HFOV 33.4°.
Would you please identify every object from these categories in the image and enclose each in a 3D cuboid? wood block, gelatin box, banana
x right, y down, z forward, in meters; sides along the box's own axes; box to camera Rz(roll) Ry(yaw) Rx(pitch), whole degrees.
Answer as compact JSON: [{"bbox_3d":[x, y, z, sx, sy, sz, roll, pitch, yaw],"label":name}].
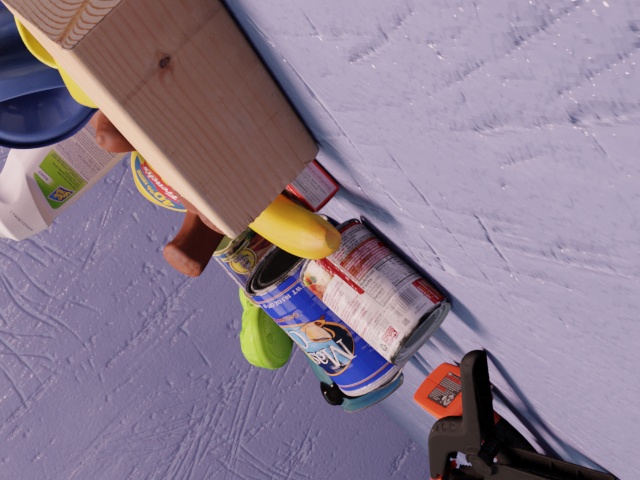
[{"bbox_3d":[-0.093,-0.103,0.679,0.090,0.091,0.206,39,171,37],"label":"wood block"},{"bbox_3d":[-0.030,-0.060,0.825,0.089,0.030,0.073,45,173,-6],"label":"gelatin box"},{"bbox_3d":[-0.047,-0.031,0.810,0.198,0.037,0.069,38,171,34],"label":"banana"}]

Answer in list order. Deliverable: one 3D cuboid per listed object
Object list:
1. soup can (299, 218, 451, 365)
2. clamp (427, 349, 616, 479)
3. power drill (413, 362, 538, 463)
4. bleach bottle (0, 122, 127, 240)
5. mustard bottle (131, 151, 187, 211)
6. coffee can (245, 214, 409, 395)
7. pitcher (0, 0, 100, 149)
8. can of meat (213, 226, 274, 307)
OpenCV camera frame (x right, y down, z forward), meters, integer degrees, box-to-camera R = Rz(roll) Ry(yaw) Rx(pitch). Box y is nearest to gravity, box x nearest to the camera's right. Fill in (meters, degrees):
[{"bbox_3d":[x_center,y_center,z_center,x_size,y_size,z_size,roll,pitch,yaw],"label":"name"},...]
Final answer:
[{"bbox_3d":[0.043,0.040,0.835,0.102,0.068,0.068,42,173,18],"label":"soup can"},{"bbox_3d":[0.145,0.178,0.947,0.164,0.036,0.210,49,149,-2],"label":"clamp"},{"bbox_3d":[0.182,0.205,1.077,0.187,0.057,0.185,43,170,-13],"label":"power drill"},{"bbox_3d":[-0.261,-0.093,1.075,0.068,0.250,0.102,37,170,50],"label":"bleach bottle"},{"bbox_3d":[-0.154,-0.076,1.144,0.096,0.058,0.192,47,155,-16],"label":"mustard bottle"},{"bbox_3d":[0.014,0.061,0.994,0.140,0.103,0.103,47,173,-17],"label":"coffee can"},{"bbox_3d":[-0.286,-0.198,0.940,0.243,0.145,0.149,57,177,46],"label":"pitcher"},{"bbox_3d":[-0.057,0.001,1.074,0.084,0.102,0.058,51,172,-34],"label":"can of meat"}]
